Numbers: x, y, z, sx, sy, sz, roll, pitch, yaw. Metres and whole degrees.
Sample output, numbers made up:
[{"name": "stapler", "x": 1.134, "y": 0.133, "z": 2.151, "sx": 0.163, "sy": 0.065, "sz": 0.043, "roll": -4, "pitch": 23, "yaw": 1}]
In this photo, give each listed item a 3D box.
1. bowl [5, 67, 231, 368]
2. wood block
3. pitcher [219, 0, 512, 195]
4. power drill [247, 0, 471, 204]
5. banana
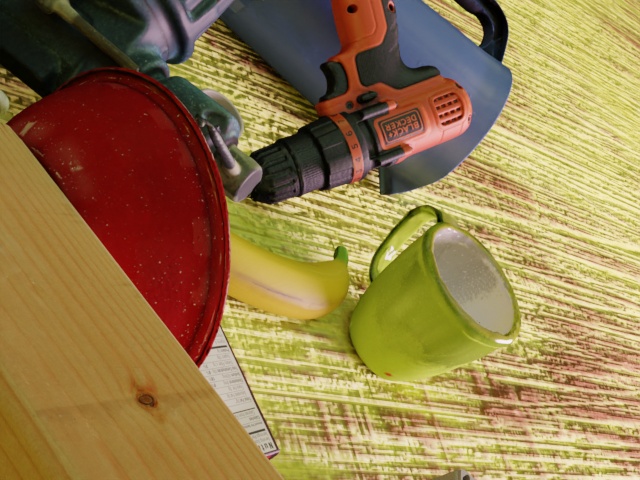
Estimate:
[{"name": "bowl", "x": -0.115, "y": 0.002, "z": 0.477, "sx": 0.055, "sy": 0.162, "sz": 0.162, "roll": -4, "pitch": 62, "yaw": -49}, {"name": "wood block", "x": -0.115, "y": 0.050, "z": 0.379, "sx": 0.206, "sy": 0.090, "sz": 0.090, "roll": 47, "pitch": 23, "yaw": 27}, {"name": "pitcher", "x": 0.033, "y": -0.168, "z": 0.861, "sx": 0.242, "sy": 0.145, "sz": 0.149, "roll": 38, "pitch": 37, "yaw": -17}, {"name": "power drill", "x": 0.003, "y": -0.133, "z": 0.757, "sx": 0.184, "sy": 0.057, "sz": 0.187, "roll": -22, "pitch": 99, "yaw": -22}, {"name": "banana", "x": -0.044, "y": 0.013, "z": 0.679, "sx": 0.197, "sy": 0.037, "sz": 0.070, "roll": 21, "pitch": 26, "yaw": -43}]
